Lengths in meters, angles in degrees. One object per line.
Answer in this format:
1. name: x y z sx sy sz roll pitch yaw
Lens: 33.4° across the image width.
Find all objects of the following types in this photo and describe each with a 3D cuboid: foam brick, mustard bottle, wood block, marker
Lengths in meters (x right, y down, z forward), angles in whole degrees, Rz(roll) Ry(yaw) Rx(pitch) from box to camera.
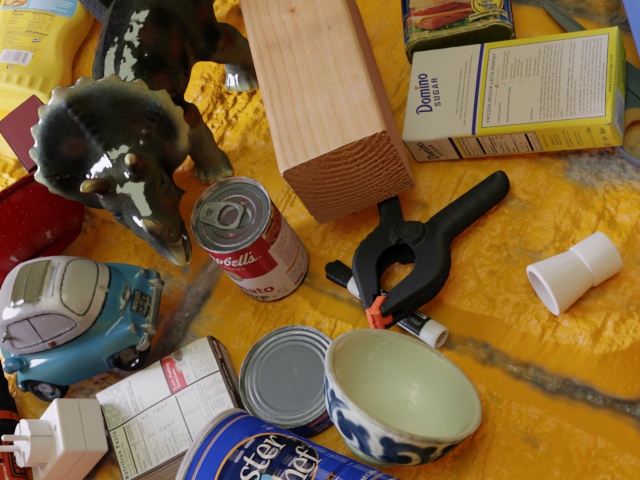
1. foam brick: -0.267 -0.092 1.030 0.051 0.053 0.078 -40 58 -3
2. mustard bottle: -0.286 -0.224 1.101 0.096 0.058 0.191 8 67 12
3. wood block: 0.002 -0.131 0.892 0.090 0.090 0.206 -22 57 11
4. marker: 0.051 0.049 0.864 0.121 0.020 0.020 32 78 30

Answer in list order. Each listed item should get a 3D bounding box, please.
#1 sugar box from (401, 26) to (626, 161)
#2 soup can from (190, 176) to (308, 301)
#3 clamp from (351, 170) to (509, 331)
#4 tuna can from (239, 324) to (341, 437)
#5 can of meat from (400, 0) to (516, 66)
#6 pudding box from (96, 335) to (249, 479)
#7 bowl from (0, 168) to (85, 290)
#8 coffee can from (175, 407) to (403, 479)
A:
1. sugar box: 0.161 -0.119 0.889 0.176 0.048 0.093 -3 63 28
2. soup can: -0.056 0.001 0.878 0.068 0.102 0.068 -8 62 15
3. clamp: 0.084 -0.002 0.860 0.120 0.039 0.171 0 55 24
4. tuna can: -0.019 0.113 0.848 0.086 0.033 0.086 -8 61 15
5. can of meat: 0.121 -0.204 0.949 0.102 0.057 0.084 -9 64 15
6. pudding box: -0.117 0.141 0.866 0.113 0.039 0.090 -29 58 5
7. bowl: -0.265 -0.004 0.948 0.162 0.162 0.055 -38 89 -2
8. coffee can: -0.022 0.193 0.767 0.140 0.102 0.102 18 71 26
